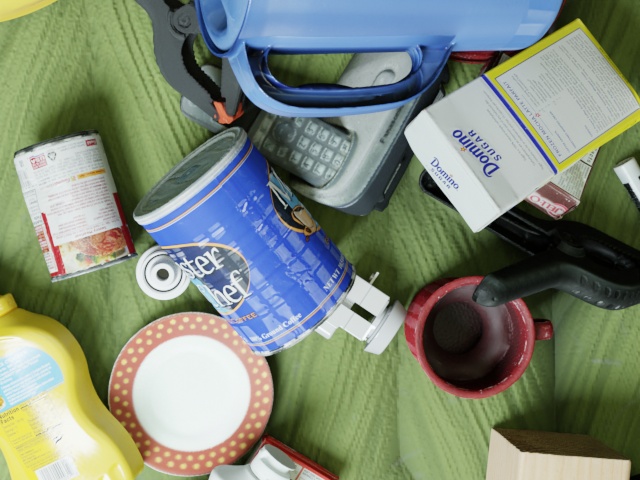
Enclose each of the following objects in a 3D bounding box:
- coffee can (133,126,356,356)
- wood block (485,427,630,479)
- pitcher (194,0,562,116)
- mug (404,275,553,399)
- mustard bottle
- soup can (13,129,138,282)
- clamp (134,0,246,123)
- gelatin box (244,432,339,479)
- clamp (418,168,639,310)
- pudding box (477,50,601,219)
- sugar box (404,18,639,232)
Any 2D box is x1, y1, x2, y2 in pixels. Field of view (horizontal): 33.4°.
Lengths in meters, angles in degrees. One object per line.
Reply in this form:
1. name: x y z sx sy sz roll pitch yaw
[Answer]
1. coffee can: -0.055 0.001 0.796 0.103 0.103 0.140 -40 108 -4
2. wood block: 0.179 0.263 0.850 0.090 0.091 0.206 6 91 -7
3. pitcher: 0.042 -0.177 0.725 0.242 0.145 0.149 -2 127 -22
4. mug: 0.124 0.071 0.842 0.117 0.081 0.093 -5 92 -6
5. mustard bottle: -0.220 0.116 0.816 0.096 0.058 0.191 -27 94 16
6. soup can: -0.186 -0.026 0.812 0.068 0.068 0.102 -17 93 -6
7. clamp: -0.105 -0.168 0.788 0.120 0.039 0.171 -5 105 26
8. gelatin box: -0.037 0.211 0.855 0.073 0.030 0.089 32 89 -5
9. clamp: 0.179 0.005 0.843 0.209 0.165 0.036 9 124 -26
10. pudding box: 0.165 -0.084 0.846 0.113 0.039 0.090 33 60 -7
11. sugar box: 0.154 -0.088 0.793 0.176 0.048 0.093 -32 82 -27
